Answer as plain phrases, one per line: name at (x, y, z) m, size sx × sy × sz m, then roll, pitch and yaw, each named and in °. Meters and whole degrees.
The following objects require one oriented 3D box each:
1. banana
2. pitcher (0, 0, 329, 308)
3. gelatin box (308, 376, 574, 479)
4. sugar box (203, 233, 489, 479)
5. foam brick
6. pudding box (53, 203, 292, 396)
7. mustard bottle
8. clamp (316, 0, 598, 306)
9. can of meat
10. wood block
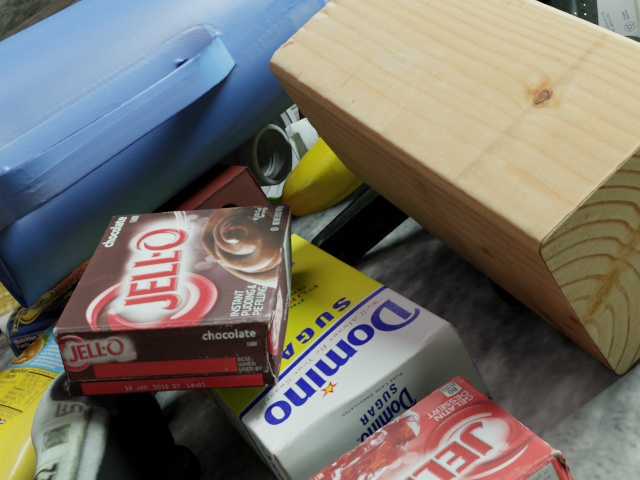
banana at (0.031, -0.084, 0.633) m, size 0.198 × 0.037 × 0.070 m, roll -51°, pitch 39°, yaw 12°
pitcher at (-0.105, -0.080, 0.601) m, size 0.242 × 0.145 × 0.149 m, roll -36°, pitch 61°, yaw -18°
gelatin box at (0.037, 0.094, 0.381) m, size 0.089 × 0.030 × 0.073 m, roll -33°, pitch 22°, yaw -9°
sugar box at (-0.008, 0.054, 0.502) m, size 0.093 × 0.048 × 0.176 m, roll -35°, pitch 21°, yaw -13°
foam brick at (-0.054, 0.001, 0.633) m, size 0.053 × 0.078 × 0.051 m, roll -41°, pitch 25°, yaw -21°
pudding box at (-0.060, 0.024, 0.479) m, size 0.090 × 0.039 × 0.113 m, roll -3°, pitch 24°, yaw 5°
mustard bottle at (-0.136, 0.084, 0.563) m, size 0.096 × 0.058 × 0.191 m, roll -2°, pitch 38°, yaw 46°
clamp at (0.084, -0.059, 0.579) m, size 0.165 × 0.036 × 0.210 m, roll -1°, pitch 57°, yaw 53°
can of meat at (-0.140, 0.040, 0.682) m, size 0.084 × 0.057 × 0.102 m, roll -16°, pitch 26°, yaw 36°
wood block at (0.075, -0.047, 0.466) m, size 0.091 × 0.090 × 0.206 m, roll -44°, pitch 40°, yaw -3°
